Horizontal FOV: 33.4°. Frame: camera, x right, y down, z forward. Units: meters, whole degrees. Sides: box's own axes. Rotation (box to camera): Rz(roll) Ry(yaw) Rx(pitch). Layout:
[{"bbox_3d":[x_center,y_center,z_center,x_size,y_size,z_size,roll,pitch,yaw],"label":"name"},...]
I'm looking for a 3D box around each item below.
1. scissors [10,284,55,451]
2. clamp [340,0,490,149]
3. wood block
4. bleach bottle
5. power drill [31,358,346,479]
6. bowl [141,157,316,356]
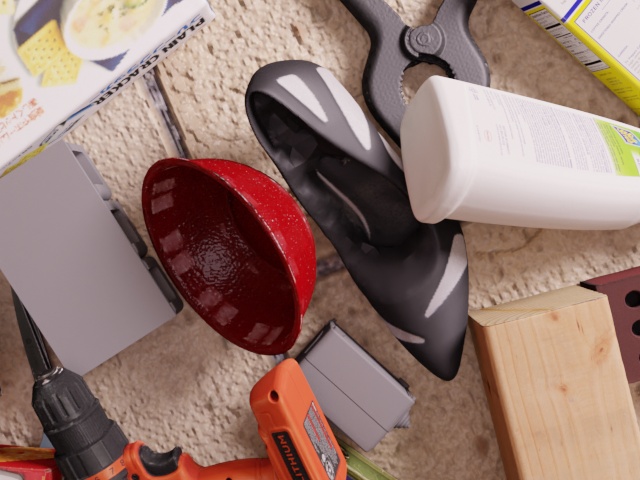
[{"bbox_3d":[-0.186,0.127,0.814,0.096,0.016,0.202,-1,93,0],"label":"scissors"},{"bbox_3d":[0.064,-0.150,0.793,0.164,0.036,0.210,-1,88,2],"label":"clamp"},{"bbox_3d":[0.178,0.146,0.777,0.090,0.091,0.206,-14,92,0],"label":"wood block"},{"bbox_3d":[0.184,-0.046,0.752,0.250,0.068,0.102,9,51,-20],"label":"bleach bottle"},{"bbox_3d":[-0.090,0.147,0.738,0.188,0.057,0.184,-21,107,19],"label":"power drill"},{"bbox_3d":[-0.055,0.001,0.761,0.055,0.162,0.162,-37,92,-33],"label":"bowl"}]
